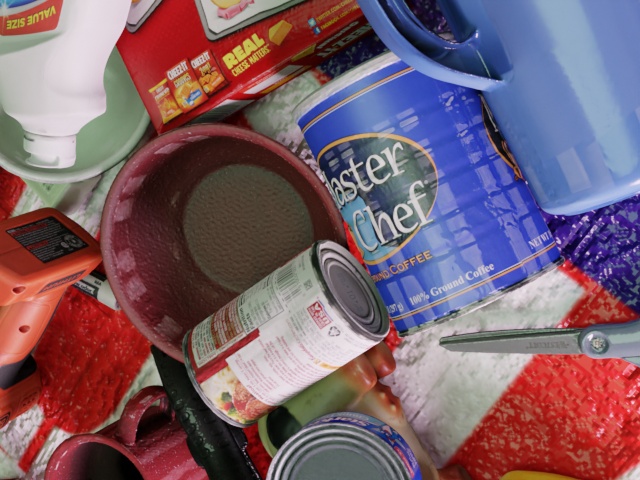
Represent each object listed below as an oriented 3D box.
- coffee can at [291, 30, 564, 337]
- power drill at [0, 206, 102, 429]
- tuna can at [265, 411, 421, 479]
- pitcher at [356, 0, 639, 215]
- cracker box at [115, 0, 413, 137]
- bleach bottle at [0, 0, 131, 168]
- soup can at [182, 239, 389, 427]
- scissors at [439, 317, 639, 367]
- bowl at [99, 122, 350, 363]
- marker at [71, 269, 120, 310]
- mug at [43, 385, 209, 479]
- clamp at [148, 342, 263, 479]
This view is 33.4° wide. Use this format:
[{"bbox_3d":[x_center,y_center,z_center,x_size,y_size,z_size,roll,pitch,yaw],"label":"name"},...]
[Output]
[{"bbox_3d":[0.059,-0.030,0.596,0.103,0.102,0.140,-27,88,27],"label":"coffee can"},{"bbox_3d":[-0.230,0.074,0.706,0.057,0.184,0.188,38,116,9],"label":"power drill"},{"bbox_3d":[0.014,0.141,0.603,0.086,0.033,0.086,1,95,14],"label":"tuna can"},{"bbox_3d":[0.107,-0.136,0.536,0.149,0.144,0.243,-23,92,27],"label":"pitcher"},{"bbox_3d":[-0.065,-0.194,0.644,0.164,0.072,0.214,-27,86,27],"label":"cracker box"},{"bbox_3d":[-0.142,-0.165,0.613,0.103,0.068,0.251,15,107,25],"label":"bleach bottle"},{"bbox_3d":[-0.020,0.053,0.613,0.102,0.068,0.068,-35,84,21],"label":"soup can"},{"bbox_3d":[0.173,0.074,0.609,0.202,0.016,0.096,-20,90,28],"label":"scissors"},{"bbox_3d":[-0.054,0.001,0.674,0.162,0.055,0.162,5,108,14],"label":"bowl"},{"bbox_3d":[-0.191,0.017,0.773,0.121,0.020,0.020,25,109,20],"label":"marker"},{"bbox_3d":[-0.125,0.152,0.731,0.093,0.081,0.117,18,108,22],"label":"mug"},{"bbox_3d":[-0.065,0.135,0.687,0.039,0.120,0.171,-30,83,-9],"label":"clamp"}]
